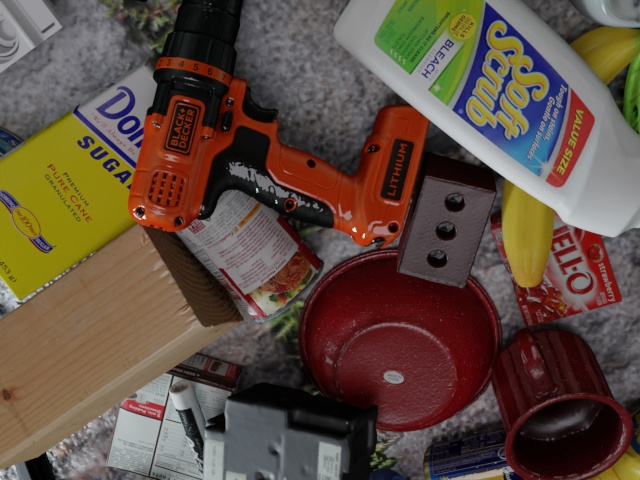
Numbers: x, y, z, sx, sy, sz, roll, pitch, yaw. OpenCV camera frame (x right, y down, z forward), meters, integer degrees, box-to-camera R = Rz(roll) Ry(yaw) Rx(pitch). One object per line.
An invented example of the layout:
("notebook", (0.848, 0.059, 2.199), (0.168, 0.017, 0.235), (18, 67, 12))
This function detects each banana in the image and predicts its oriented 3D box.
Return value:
("banana", (0.163, -0.067, 0.725), (0.037, 0.070, 0.198), (12, 110, -36))

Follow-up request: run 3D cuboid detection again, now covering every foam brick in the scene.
("foam brick", (0.090, -0.015, 0.765), (0.053, 0.051, 0.078), (14, 112, 0))

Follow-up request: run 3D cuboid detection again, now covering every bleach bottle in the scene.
("bleach bottle", (0.134, -0.092, 0.679), (0.251, 0.068, 0.103), (38, 103, 7))

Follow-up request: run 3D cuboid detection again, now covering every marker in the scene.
("marker", (-0.093, 0.165, 0.847), (0.020, 0.020, 0.121), (-10, 115, 11))

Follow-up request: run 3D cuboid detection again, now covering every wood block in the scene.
("wood block", (-0.174, 0.078, 0.795), (0.206, 0.090, 0.091), (-33, 81, 13))

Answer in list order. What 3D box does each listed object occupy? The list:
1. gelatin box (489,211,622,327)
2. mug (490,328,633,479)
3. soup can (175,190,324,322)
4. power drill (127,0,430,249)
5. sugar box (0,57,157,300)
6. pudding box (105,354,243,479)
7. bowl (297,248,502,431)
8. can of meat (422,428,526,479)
("gelatin box", (0.172, 0.013, 0.782), (0.073, 0.030, 0.089), (-18, 111, 14))
("mug", (0.168, 0.112, 0.787), (0.093, 0.081, 0.117), (-26, 124, 13))
("soup can", (-0.055, 0.001, 0.784), (0.069, 0.068, 0.102), (-35, 105, 20))
("power drill", (-0.024, -0.080, 0.727), (0.187, 0.057, 0.184), (15, 86, -8))
("sugar box", (-0.169, -0.044, 0.766), (0.176, 0.048, 0.093), (-33, 107, 4))
("pudding box", (-0.120, 0.145, 0.873), (0.090, 0.039, 0.114), (16, 117, -2))
("bowl", (0.059, 0.090, 0.817), (0.162, 0.055, 0.162), (3, 114, 6))
("can of meat", (0.137, 0.203, 0.858), (0.084, 0.057, 0.102), (-16, 111, 16))
